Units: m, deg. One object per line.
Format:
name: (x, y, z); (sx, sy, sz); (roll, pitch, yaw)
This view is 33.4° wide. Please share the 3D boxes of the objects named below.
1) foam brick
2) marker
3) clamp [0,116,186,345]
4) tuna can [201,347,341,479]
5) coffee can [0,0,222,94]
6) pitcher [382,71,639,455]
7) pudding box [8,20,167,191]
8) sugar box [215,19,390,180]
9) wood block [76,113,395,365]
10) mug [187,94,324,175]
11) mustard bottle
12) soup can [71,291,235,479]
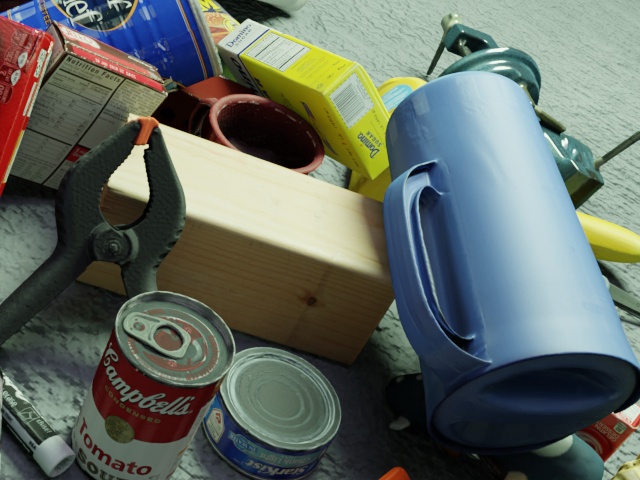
foam brick: (-0.101, -0.107, 0.885); (0.078, 0.053, 0.051); (22, 36, -8)
marker: (-0.186, 0.088, 0.619); (0.121, 0.020, 0.020); (43, 38, 20)
clamp: (-0.139, 0.006, 0.652); (0.120, 0.171, 0.039); (6, 4, -22)
tuna can: (-0.031, 0.110, 0.681); (0.086, 0.034, 0.086); (18, 37, -14)
coffee can: (-0.157, -0.147, 0.802); (0.140, 0.103, 0.103); (-23, 52, -6)
pitcher: (0.107, 0.005, 0.699); (0.145, 0.149, 0.243); (-8, 56, -3)
pudding box: (-0.175, -0.088, 0.742); (0.089, 0.114, 0.039); (20, 31, -46)
sugar box: (-0.012, -0.118, 0.875); (0.048, 0.093, 0.176); (-43, 37, -14)
wood block: (-0.055, 0.002, 0.750); (0.206, 0.091, 0.090); (19, 38, -13)
mug: (-0.063, -0.060, 0.827); (0.117, 0.082, 0.093); (43, 38, 19)
mustard bottle: (0.067, -0.090, 0.937); (0.058, 0.096, 0.191); (33, 33, -19)
soup can: (-0.097, 0.088, 0.606); (0.068, 0.102, 0.068); (18, 37, -14)
